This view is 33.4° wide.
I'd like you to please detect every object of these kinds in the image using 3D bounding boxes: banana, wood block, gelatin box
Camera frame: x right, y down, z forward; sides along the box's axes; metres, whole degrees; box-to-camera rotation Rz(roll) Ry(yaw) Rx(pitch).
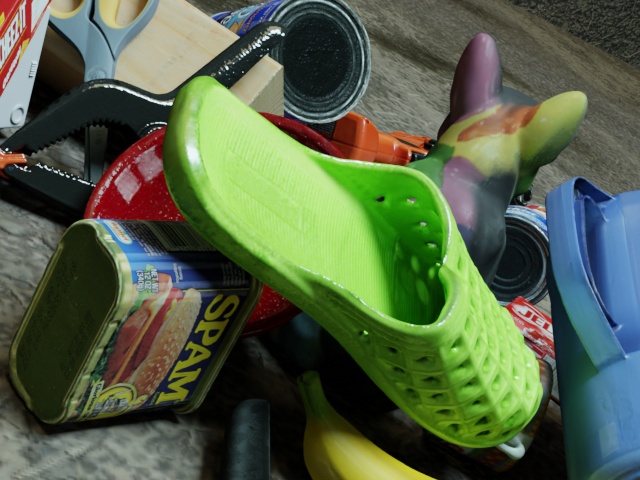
[{"bbox_3d":[0.070,0.131,0.531,0.198,0.070,0.037,20,35,8],"label":"banana"},{"bbox_3d":[-0.136,-0.132,0.781,0.206,0.090,0.091,35,-16,9],"label":"wood block"},{"bbox_3d":[0.175,0.085,0.841,0.089,0.030,0.073,38,22,17],"label":"gelatin box"}]

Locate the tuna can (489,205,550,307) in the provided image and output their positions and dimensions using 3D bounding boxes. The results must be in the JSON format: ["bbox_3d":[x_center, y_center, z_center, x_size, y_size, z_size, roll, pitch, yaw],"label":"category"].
[{"bbox_3d":[0.159,0.015,0.897,0.086,0.086,0.033,36,24,11],"label":"tuna can"}]

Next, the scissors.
[{"bbox_3d":[-0.165,-0.117,0.714,0.096,0.201,0.016,13,-21,6],"label":"scissors"}]

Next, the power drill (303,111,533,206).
[{"bbox_3d":[0.075,-0.072,0.961,0.187,0.057,0.185,12,6,-42],"label":"power drill"}]

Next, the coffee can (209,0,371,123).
[{"bbox_3d":[-0.039,-0.146,0.883,0.102,0.103,0.141,17,-6,-32],"label":"coffee can"}]

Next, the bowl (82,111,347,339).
[{"bbox_3d":[-0.054,0.001,0.623,0.162,0.055,0.162,-3,54,3],"label":"bowl"}]

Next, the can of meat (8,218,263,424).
[{"bbox_3d":[-0.088,0.037,0.503,0.083,0.102,0.057,1,37,-49],"label":"can of meat"}]

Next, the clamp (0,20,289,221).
[{"bbox_3d":[-0.101,-0.066,0.680,0.209,0.164,0.036,1,-4,-25],"label":"clamp"}]
